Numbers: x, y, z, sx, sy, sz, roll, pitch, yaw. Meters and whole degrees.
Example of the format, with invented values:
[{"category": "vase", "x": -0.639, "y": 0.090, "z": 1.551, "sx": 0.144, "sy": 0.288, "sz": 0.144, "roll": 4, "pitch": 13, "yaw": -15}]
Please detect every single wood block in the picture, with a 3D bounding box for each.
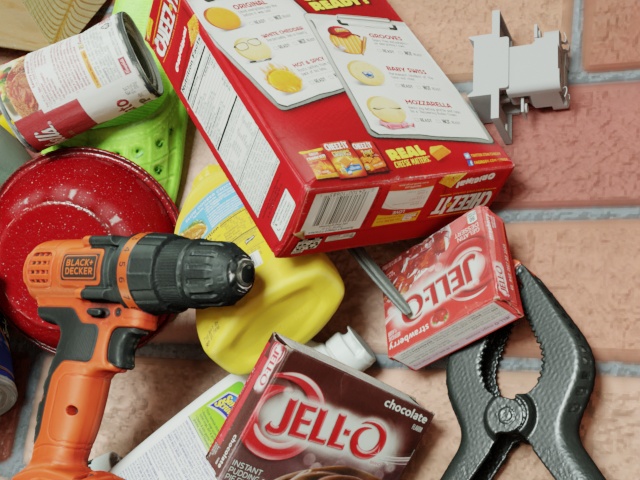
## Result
[{"category": "wood block", "x": -0.298, "y": -0.233, "z": 0.935, "sx": 0.206, "sy": 0.090, "sz": 0.090, "roll": 13, "pitch": 57, "yaw": 30}]

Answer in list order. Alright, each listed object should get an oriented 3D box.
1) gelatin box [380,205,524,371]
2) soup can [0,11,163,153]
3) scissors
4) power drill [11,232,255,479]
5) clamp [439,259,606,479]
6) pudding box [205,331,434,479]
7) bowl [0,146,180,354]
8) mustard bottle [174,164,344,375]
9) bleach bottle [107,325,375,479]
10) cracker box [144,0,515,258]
[{"category": "gelatin box", "x": 0.080, "y": 0.030, "z": 0.672, "sx": 0.089, "sy": 0.030, "sz": 0.073, "roll": -33, "pitch": 42, "yaw": 33}, {"category": "soup can", "x": -0.172, "y": -0.113, "z": 0.763, "sx": 0.102, "sy": 0.068, "sz": 0.068, "roll": -23, "pitch": 62, "yaw": 6}, {"category": "scissors", "x": 0.008, "y": -0.024, "z": 0.732, "sx": 0.202, "sy": 0.096, "sz": 0.016, "roll": 46, "pitch": 110, "yaw": 18}, {"category": "power drill", "x": -0.124, "y": 0.087, "z": 0.663, "sx": 0.185, "sy": 0.057, "sz": 0.187, "roll": -1, "pitch": 75, "yaw": 38}, {"category": "clamp", "x": 0.127, "y": 0.113, "z": 0.633, "sx": 0.165, "sy": 0.036, "sz": 0.210, "roll": -3, "pitch": 67, "yaw": 34}, {"category": "pudding box", "x": 0.000, "y": 0.119, "z": 0.649, "sx": 0.090, "sy": 0.113, "sz": 0.039, "roll": -61, "pitch": 26, "yaw": 4}, {"category": "bowl", "x": -0.179, "y": 0.014, "z": 0.771, "sx": 0.162, "sy": 0.055, "sz": 0.162, "roll": 1, "pitch": 98, "yaw": 7}, {"category": "mustard bottle", "x": -0.055, "y": 0.001, "z": 0.737, "sx": 0.096, "sy": 0.058, "sz": 0.192, "roll": -40, "pitch": 38, "yaw": 9}, {"category": "bleach bottle", "x": -0.064, "y": 0.153, "z": 0.702, "sx": 0.251, "sy": 0.068, "sz": 0.103, "roll": -40, "pitch": 59, "yaw": 5}, {"category": "cracker box", "x": 0.000, "y": -0.093, "z": 0.707, "sx": 0.214, "sy": 0.163, "sz": 0.072, "roll": 57, "pitch": 140, "yaw": 31}]
